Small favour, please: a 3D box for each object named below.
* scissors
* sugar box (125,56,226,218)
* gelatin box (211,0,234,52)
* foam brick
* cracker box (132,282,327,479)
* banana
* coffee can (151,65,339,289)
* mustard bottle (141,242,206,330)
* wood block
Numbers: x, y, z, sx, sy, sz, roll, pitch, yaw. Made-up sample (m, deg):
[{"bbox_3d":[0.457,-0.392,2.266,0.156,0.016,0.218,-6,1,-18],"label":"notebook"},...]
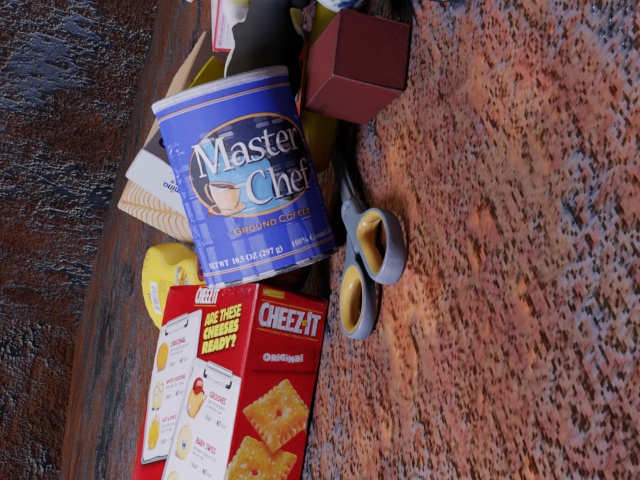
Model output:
[{"bbox_3d":[0.020,0.001,0.743,0.202,0.016,0.096,-127,50,-70],"label":"scissors"},{"bbox_3d":[-0.104,-0.095,1.008,0.048,0.093,0.176,-49,11,38],"label":"sugar box"},{"bbox_3d":[-0.079,-0.223,0.950,0.089,0.030,0.073,101,166,-46],"label":"gelatin box"},{"bbox_3d":[0.024,-0.121,0.750,0.078,0.053,0.051,149,131,-69],"label":"foam brick"},{"bbox_3d":[-0.076,0.144,0.829,0.164,0.072,0.213,-5,72,58],"label":"cracker box"},{"bbox_3d":[0.009,-0.153,0.849,0.069,0.037,0.198,-130,52,-80],"label":"banana"},{"bbox_3d":[-0.054,-0.046,0.781,0.103,0.102,0.140,-179,72,-75],"label":"coffee can"},{"bbox_3d":[-0.113,0.059,1.019,0.192,0.058,0.096,14,113,62],"label":"mustard bottle"},{"bbox_3d":[-0.125,-0.108,1.110,0.090,0.090,0.206,-46,22,43],"label":"wood block"}]
